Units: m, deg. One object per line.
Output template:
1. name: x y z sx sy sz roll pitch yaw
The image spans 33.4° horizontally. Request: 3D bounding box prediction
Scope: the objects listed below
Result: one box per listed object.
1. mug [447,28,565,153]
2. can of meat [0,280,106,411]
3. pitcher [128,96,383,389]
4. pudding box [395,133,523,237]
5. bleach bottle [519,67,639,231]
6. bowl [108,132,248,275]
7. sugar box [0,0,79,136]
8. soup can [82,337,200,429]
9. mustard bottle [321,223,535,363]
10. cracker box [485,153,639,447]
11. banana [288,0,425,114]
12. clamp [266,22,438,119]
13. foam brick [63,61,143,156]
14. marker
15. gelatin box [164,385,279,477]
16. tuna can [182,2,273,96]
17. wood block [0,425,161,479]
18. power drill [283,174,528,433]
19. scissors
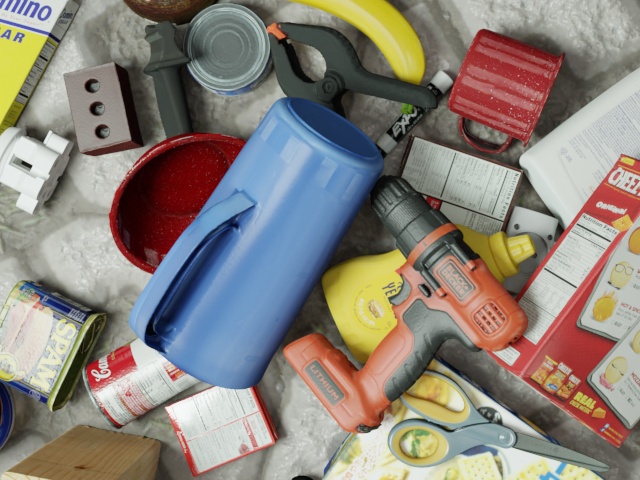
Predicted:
1. mug: 0.165 -0.134 0.984 0.081 0.093 0.117 23 128 7
2. can of meat: -0.265 0.098 1.017 0.084 0.057 0.102 26 91 5
3. pitcher: -0.056 0.001 0.920 0.145 0.149 0.243 27 111 -15
4. pudding box: 0.123 -0.041 1.005 0.113 0.039 0.090 19 93 0
5. bleach bottle: 0.313 -0.110 0.984 0.251 0.068 0.102 -35 91 0
6. bowl: -0.119 -0.043 0.985 0.162 0.055 0.162 -12 131 -14
7. sugar box: -0.315 -0.175 1.022 0.093 0.048 0.176 28 93 2
8. soup can: -0.162 0.124 1.006 0.102 0.068 0.068 -29 89 2
9. mustard bottle: 0.104 0.038 0.973 0.192 0.058 0.096 -23 92 19
10. cracker box: 0.266 0.056 0.948 0.164 0.072 0.214 35 92 -34
11. banana: 0.032 -0.207 1.003 0.198 0.037 0.069 42 79 6
12. clamp: 0.024 -0.145 0.985 0.120 0.039 0.171 -37 90 16
13. foam brick: -0.206 -0.123 1.014 0.053 0.051 0.078 -13 90 3
14. marker: 0.080 -0.111 1.016 0.020 0.020 0.121 42 93 2
15. gelatin box: -0.094 0.175 1.022 0.089 0.030 0.073 -23 88 3
16. tuna can: -0.087 -0.182 1.016 0.086 0.033 0.086 0 91 3
17. wood block: -0.210 0.231 0.941 0.091 0.206 0.090 10 91 3
18. power drill: 0.058 0.061 0.925 0.188 0.057 0.184 -45 69 15
19. scissors: 0.147 0.188 0.950 0.202 0.016 0.096 32 92 3
